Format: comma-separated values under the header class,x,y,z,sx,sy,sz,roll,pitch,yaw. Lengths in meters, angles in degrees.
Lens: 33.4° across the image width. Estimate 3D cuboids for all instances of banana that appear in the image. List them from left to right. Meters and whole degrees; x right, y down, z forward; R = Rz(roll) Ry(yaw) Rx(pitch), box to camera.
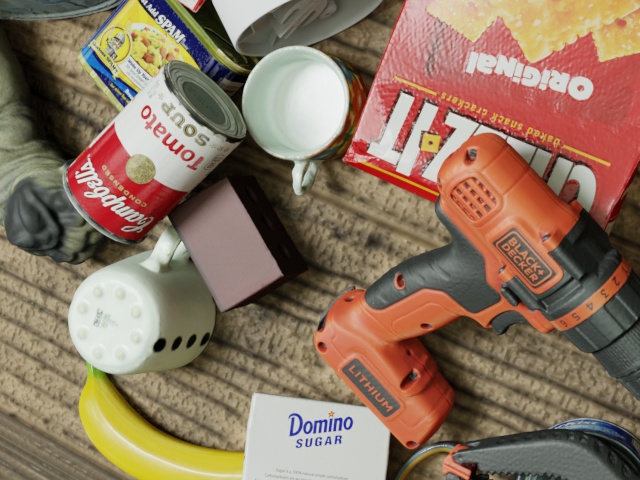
class,x,y,z,sx,sy,sz,roll,pitch,yaw
banana,-0.097,0.144,0.744,0.198,0.037,0.070,23,101,17

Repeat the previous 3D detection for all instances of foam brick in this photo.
class,x,y,z,sx,sy,sz,roll,pitch,yaw
foam brick,-0.055,0.001,0.714,0.051,0.053,0.078,-33,83,18

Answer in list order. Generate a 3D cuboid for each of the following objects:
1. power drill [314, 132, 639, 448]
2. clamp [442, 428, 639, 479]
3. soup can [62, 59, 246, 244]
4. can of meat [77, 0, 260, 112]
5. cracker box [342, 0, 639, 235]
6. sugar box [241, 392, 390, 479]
class,x,y,z,sx,sy,sz,roll,pitch,yaw
power drill,0.098,0.051,0.622,0.184,0.057,0.188,49,130,0
clamp,0.175,0.160,0.612,0.210,0.036,0.165,29,102,16
soup can,-0.104,-0.055,0.672,0.102,0.068,0.068,-42,79,21
can of meat,-0.103,-0.122,0.723,0.084,0.057,0.102,-44,78,18
cracker box,0.129,-0.113,0.633,0.164,0.072,0.214,25,101,17
sugar box,-0.010,0.190,0.675,0.093,0.048,0.176,8,74,-1
